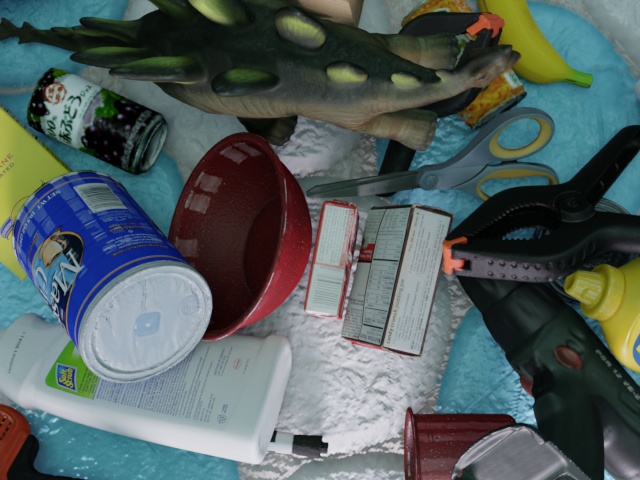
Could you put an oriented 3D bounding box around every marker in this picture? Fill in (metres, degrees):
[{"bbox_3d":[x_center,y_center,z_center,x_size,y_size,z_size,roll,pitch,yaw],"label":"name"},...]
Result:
[{"bbox_3d":[-0.054,0.159,0.856,0.121,0.020,0.020,7,86,5],"label":"marker"}]

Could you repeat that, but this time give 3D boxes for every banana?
[{"bbox_3d":[0.157,-0.207,0.865,0.069,0.037,0.198,-16,86,-20],"label":"banana"}]

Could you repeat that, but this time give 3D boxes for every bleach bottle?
[{"bbox_3d":[-0.156,0.101,0.845,0.251,0.068,0.102,12,63,11],"label":"bleach bottle"}]

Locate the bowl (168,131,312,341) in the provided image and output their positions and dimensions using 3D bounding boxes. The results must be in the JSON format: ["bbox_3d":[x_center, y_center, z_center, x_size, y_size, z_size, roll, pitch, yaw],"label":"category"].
[{"bbox_3d":[-0.055,0.001,0.823,0.055,0.162,0.162,15,85,-37],"label":"bowl"}]

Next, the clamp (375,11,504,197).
[{"bbox_3d":[0.064,-0.128,0.831,0.120,0.039,0.172,48,121,6],"label":"clamp"}]

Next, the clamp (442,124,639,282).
[{"bbox_3d":[0.193,-0.010,0.775,0.209,0.036,0.165,-20,39,-13],"label":"clamp"}]

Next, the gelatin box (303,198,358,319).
[{"bbox_3d":[0.011,0.016,0.836,0.030,0.073,0.089,10,85,4],"label":"gelatin box"}]

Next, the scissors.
[{"bbox_3d":[0.096,-0.065,0.821,0.201,0.016,0.096,5,121,-15],"label":"scissors"}]

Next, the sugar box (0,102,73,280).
[{"bbox_3d":[-0.269,-0.062,0.845,0.093,0.048,0.176,-46,110,-2],"label":"sugar box"}]

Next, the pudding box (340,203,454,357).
[{"bbox_3d":[0.057,0.029,0.820,0.039,0.090,0.113,13,86,-19],"label":"pudding box"}]

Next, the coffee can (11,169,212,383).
[{"bbox_3d":[-0.159,0.025,0.803,0.103,0.102,0.140,-46,48,-1],"label":"coffee can"}]

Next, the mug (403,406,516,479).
[{"bbox_3d":[0.108,0.184,0.811,0.081,0.093,0.117,-1,104,0],"label":"mug"}]
